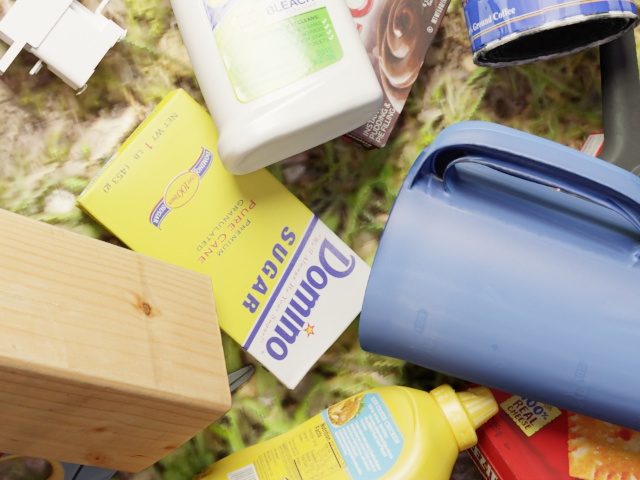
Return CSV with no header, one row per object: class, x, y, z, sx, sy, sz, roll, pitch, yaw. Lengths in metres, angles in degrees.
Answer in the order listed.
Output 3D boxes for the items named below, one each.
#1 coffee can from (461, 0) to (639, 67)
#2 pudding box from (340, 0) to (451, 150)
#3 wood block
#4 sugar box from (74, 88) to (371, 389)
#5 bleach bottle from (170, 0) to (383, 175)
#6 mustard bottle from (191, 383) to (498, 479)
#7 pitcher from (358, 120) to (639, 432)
coffee can,0.129,-0.188,0.655,0.102,0.103,0.140,-11,87,-15
pudding box,0.019,-0.125,0.671,0.090,0.039,0.113,25,86,-15
wood block,-0.156,0.049,0.546,0.205,0.090,0.091,21,44,-41
sugar box,-0.054,0.001,0.656,0.176,0.048,0.093,42,82,-13
bleach bottle,-0.056,-0.171,0.616,0.102,0.068,0.251,-23,83,-6
mustard bottle,0.019,0.138,0.644,0.191,0.096,0.058,-27,117,-3
pitcher,0.153,0.032,0.612,0.243,0.149,0.145,18,91,15
